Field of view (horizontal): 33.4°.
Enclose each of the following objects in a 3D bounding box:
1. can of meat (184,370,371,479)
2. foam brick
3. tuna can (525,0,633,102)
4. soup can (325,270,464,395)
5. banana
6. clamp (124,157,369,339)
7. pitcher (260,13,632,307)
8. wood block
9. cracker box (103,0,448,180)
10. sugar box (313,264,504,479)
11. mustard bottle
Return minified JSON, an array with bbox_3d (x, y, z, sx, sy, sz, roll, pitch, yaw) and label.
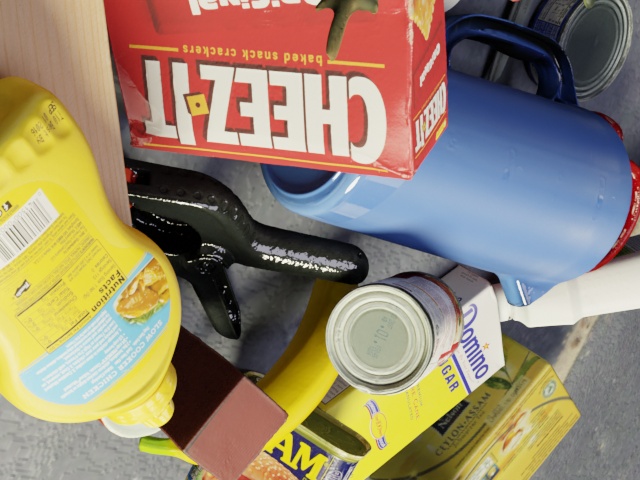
[{"bbox_3d":[-0.031,0.151,0.725,0.084,0.102,0.057,-61,168,8],"label":"can of meat"},{"bbox_3d":[-0.067,0.090,0.597,0.053,0.078,0.051,-49,135,-10],"label":"foam brick"},{"bbox_3d":[0.193,-0.150,0.800,0.086,0.034,0.086,-20,125,-32],"label":"tuna can"},{"bbox_3d":[0.048,0.056,0.669,0.068,0.068,0.102,-66,165,9],"label":"soup can"},{"bbox_3d":[-0.025,0.082,0.690,0.197,0.070,0.037,-42,160,-30],"label":"banana"},{"bbox_3d":[-0.054,0.001,0.629,0.120,0.039,0.171,-25,140,21],"label":"clamp"},{"bbox_3d":[0.084,-0.061,0.696,0.242,0.149,0.145,12,133,-41],"label":"pitcher"},{"bbox_3d":[-0.155,-0.090,0.488,0.090,0.090,0.206,-22,126,-31],"label":"wood block"},{"bbox_3d":[-0.027,-0.142,0.511,0.072,0.164,0.214,-55,146,-50],"label":"cracker box"},{"bbox_3d":[0.066,0.105,0.822,0.176,0.048,0.093,-33,131,-22],"label":"sugar box"},{"bbox_3d":[-0.115,0.026,0.479,0.096,0.058,0.191,-46,135,-19],"label":"mustard bottle"}]
